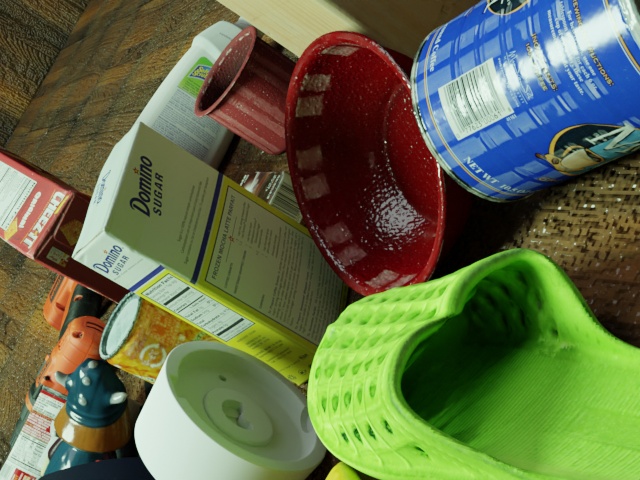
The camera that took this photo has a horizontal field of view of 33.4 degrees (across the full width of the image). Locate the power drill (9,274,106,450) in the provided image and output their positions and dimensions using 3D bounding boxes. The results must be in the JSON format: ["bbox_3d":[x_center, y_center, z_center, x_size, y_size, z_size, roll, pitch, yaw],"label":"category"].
[{"bbox_3d":[-0.261,0.113,1.096,0.185,0.057,0.187,-55,24,26],"label":"power drill"}]

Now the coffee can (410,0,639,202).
[{"bbox_3d":[0.126,-0.086,0.510,0.141,0.102,0.102,-25,40,53],"label":"coffee can"}]

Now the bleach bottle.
[{"bbox_3d":[-0.122,-0.124,1.083,0.250,0.102,0.068,-58,12,-15],"label":"bleach bottle"}]

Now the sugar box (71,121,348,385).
[{"bbox_3d":[-0.062,0.011,0.674,0.048,0.176,0.093,-37,31,41],"label":"sugar box"}]

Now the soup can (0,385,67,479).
[{"bbox_3d":[-0.240,0.189,0.951,0.069,0.068,0.102,-1,60,63],"label":"soup can"}]

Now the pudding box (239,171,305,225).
[{"bbox_3d":[-0.055,0.001,0.847,0.113,0.039,0.090,-62,23,-8],"label":"pudding box"}]

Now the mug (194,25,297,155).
[{"bbox_3d":[-0.057,-0.131,0.957,0.093,0.081,0.117,-59,23,-2],"label":"mug"}]

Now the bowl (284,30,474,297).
[{"bbox_3d":[0.042,-0.047,0.631,0.162,0.055,0.162,36,134,48],"label":"bowl"}]

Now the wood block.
[{"bbox_3d":[0.024,-0.157,0.668,0.091,0.205,0.090,-2,59,63],"label":"wood block"}]

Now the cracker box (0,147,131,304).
[{"bbox_3d":[-0.221,-0.007,0.964,0.214,0.164,0.072,24,82,49],"label":"cracker box"}]
